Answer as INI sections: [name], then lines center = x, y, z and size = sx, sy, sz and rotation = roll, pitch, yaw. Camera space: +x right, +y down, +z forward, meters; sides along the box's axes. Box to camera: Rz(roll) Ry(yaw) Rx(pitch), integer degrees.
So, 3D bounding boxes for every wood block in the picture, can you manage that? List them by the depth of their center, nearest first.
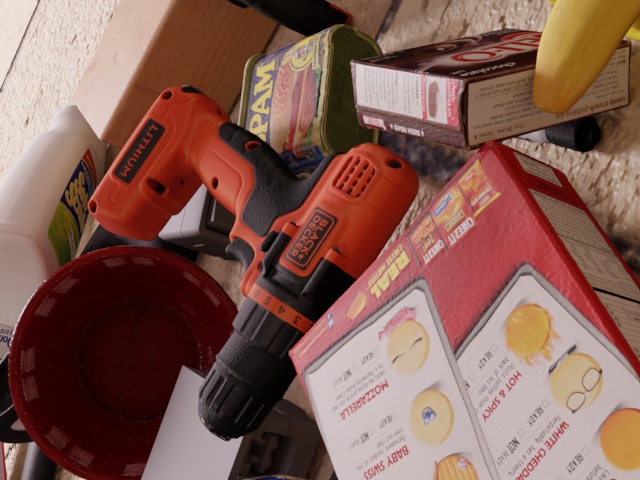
[wood block]
center = -0.101, -0.169, 0.837
size = 0.206, 0.090, 0.090
rotation = -59, 38, 14

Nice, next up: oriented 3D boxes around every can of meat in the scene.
[can of meat]
center = -0.006, -0.084, 0.706
size = 0.084, 0.057, 0.102
rotation = -13, 64, 45

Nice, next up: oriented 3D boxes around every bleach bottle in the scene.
[bleach bottle]
center = -0.229, -0.046, 0.913
size = 0.250, 0.068, 0.102
rotation = -83, -7, -50

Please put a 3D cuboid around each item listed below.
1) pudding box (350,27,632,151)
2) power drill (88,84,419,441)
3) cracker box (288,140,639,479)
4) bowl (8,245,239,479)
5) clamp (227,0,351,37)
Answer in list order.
[pudding box]
center = 0.086, -0.080, 0.541
size = 0.090, 0.113, 0.039
rotation = 21, 124, 54
[power drill]
center = -0.054, 0.001, 0.631
size = 0.188, 0.057, 0.184
rotation = 32, 86, 35
[cracker box]
center = 0.087, 0.089, 0.480
size = 0.164, 0.072, 0.214
rotation = -48, 48, 28
[bowl]
center = -0.128, 0.084, 0.734
size = 0.055, 0.162, 0.162
rotation = 151, 137, -86
[clamp]
center = -0.057, -0.178, 0.714
size = 0.039, 0.171, 0.120
rotation = -60, 11, 22
